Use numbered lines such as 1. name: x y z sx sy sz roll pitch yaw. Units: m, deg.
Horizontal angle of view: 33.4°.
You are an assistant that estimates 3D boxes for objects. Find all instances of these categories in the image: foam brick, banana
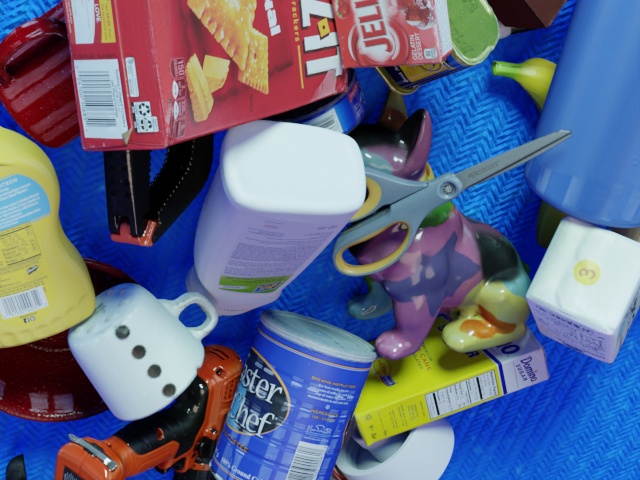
1. foam brick: 0.147 -0.203 0.798 0.078 0.051 0.053 40 80 -32
2. banana: 0.198 -0.080 0.908 0.070 0.037 0.197 -15 124 11

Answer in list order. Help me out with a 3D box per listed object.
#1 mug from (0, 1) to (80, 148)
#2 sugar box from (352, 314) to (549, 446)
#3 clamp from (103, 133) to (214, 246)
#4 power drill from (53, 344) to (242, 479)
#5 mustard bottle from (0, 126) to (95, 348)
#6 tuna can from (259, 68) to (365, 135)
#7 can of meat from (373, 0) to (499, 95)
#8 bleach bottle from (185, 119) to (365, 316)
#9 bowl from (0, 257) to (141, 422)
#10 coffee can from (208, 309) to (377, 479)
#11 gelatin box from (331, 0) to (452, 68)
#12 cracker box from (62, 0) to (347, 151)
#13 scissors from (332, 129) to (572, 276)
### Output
1. mug: -0.179 -0.119 0.733 0.081 0.093 0.117 -32 167 10
2. sugar box: 0.105 0.114 0.962 0.176 0.093 0.048 -22 124 -3
3. clamp: -0.102 -0.101 0.714 0.164 0.036 0.210 42 61 -51
4. power drill: -0.143 0.194 0.906 0.187 0.057 0.184 -29 137 -51
5. mustard bottle: -0.226 -0.019 0.739 0.096 0.058 0.191 -16 123 -8
6. tuna can: -0.010 -0.102 0.803 0.086 0.086 0.033 -24 125 -1
7. can of meat: 0.069 -0.163 0.770 0.102 0.084 0.057 50 63 -17
8. bleach bottle: -0.055 0.001 0.800 0.102 0.068 0.251 4 155 -20
9. bowl: -0.212 0.069 0.865 0.162 0.055 0.162 -7 122 -12
10. coffee can: -0.023 0.141 0.898 0.102 0.103 0.140 17 96 -24
11. gelatin box: 0.045 -0.160 0.708 0.073 0.030 0.089 2 115 26
12. cracker box: -0.065 -0.155 0.664 0.072 0.213 0.164 4 107 31
13. scissors: 0.076 -0.049 0.788 0.202 0.016 0.096 -40 103 21
